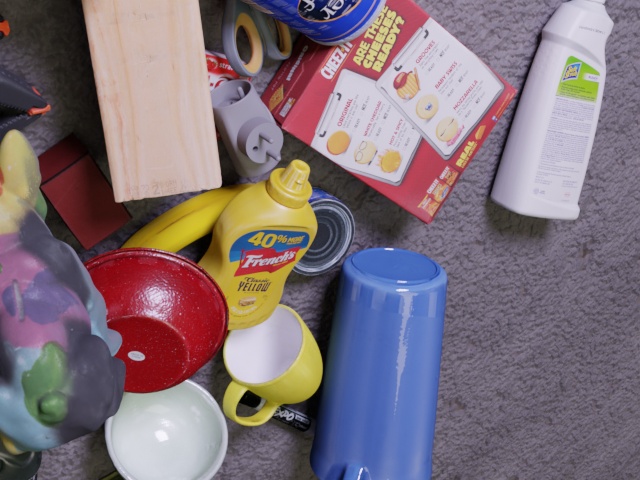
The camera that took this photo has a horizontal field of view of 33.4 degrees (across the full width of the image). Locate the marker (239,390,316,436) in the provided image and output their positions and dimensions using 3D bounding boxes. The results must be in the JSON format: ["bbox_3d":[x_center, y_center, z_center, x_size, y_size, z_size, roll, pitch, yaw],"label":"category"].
[{"bbox_3d":[-0.047,0.184,1.150,0.121,0.020,0.020,32,94,-38],"label":"marker"}]

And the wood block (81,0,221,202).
[{"bbox_3d":[-0.139,-0.146,0.860,0.090,0.091,0.206,-9,111,-9],"label":"wood block"}]

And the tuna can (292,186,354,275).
[{"bbox_3d":[-0.009,-0.009,1.069,0.086,0.034,0.086,-13,119,-25],"label":"tuna can"}]

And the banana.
[{"bbox_3d":[-0.126,-0.006,1.001,0.197,0.037,0.069,-35,152,-9],"label":"banana"}]

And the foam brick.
[{"bbox_3d":[-0.208,-0.041,0.921,0.051,0.053,0.078,-36,127,-11],"label":"foam brick"}]

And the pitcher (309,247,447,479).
[{"bbox_3d":[0.067,0.132,1.120,0.144,0.149,0.243,-4,113,-24],"label":"pitcher"}]

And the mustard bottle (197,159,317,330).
[{"bbox_3d":[-0.056,0.002,0.989,0.096,0.058,0.192,4,133,-32],"label":"mustard bottle"}]

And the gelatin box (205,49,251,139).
[{"bbox_3d":[-0.111,-0.133,0.948,0.089,0.030,0.073,10,108,-34],"label":"gelatin box"}]

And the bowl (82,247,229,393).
[{"bbox_3d":[-0.164,0.087,0.970,0.162,0.055,0.162,-2,125,-3],"label":"bowl"}]

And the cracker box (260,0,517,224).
[{"bbox_3d":[0.067,-0.136,1.029,0.213,0.072,0.164,30,95,-37],"label":"cracker box"}]

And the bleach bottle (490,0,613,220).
[{"bbox_3d":[0.263,-0.150,1.147,0.102,0.068,0.251,4,108,-33],"label":"bleach bottle"}]

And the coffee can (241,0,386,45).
[{"bbox_3d":[-0.021,-0.233,0.886,0.140,0.103,0.103,16,104,-52],"label":"coffee can"}]

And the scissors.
[{"bbox_3d":[-0.081,-0.224,0.907,0.201,0.016,0.096,57,45,-38],"label":"scissors"}]

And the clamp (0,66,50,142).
[{"bbox_3d":[-0.293,-0.097,0.800,0.209,0.036,0.165,-26,156,-42],"label":"clamp"}]
